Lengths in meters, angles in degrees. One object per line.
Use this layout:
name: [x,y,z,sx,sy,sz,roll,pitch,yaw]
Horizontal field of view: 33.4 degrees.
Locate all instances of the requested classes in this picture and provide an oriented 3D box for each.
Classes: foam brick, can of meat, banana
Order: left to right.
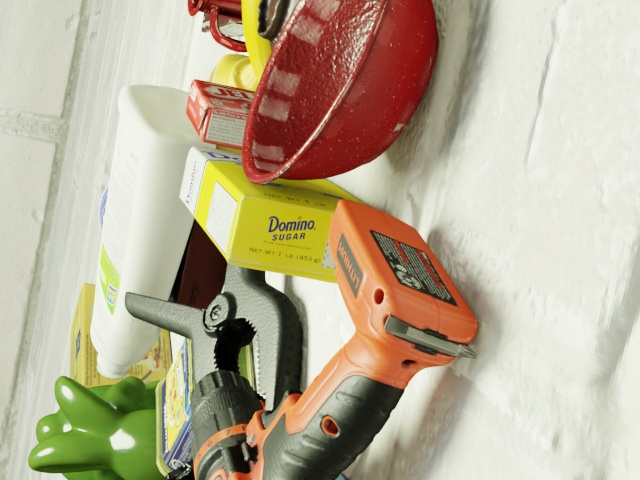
can of meat: [-0.090,0.124,0.833,0.102,0.057,0.084,-99,28,-44]
foam brick: [-0.094,0.015,0.904,0.051,0.053,0.078,-128,51,-66]
banana: [-0.024,-0.191,0.778,0.037,0.069,0.198,-130,53,-63]

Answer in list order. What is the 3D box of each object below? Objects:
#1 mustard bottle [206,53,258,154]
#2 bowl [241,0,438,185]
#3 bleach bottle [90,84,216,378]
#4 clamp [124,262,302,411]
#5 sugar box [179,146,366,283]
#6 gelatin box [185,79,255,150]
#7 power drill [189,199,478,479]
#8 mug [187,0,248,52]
mustard bottle: [-0.077,-0.103,0.905,0.192,0.058,0.096,138,138,-62]
bowl: [0.018,-0.095,0.598,0.162,0.055,0.162,-50,25,34]
bleach bottle: [-0.151,0.004,0.889,0.103,0.068,0.251,57,137,49]
clamp: [-0.058,0.046,0.759,0.165,0.036,0.210,-52,43,13]
sugar box: [-0.028,-0.020,0.666,0.176,0.093,0.048,-135,57,-67]
gelatin box: [-0.047,-0.086,0.761,0.073,0.089,0.030,-122,45,-64]
power drill: [-0.006,0.076,0.551,0.188,0.057,0.184,-61,29,19]
mug: [-0.058,-0.208,0.866,0.093,0.081,0.117,147,131,-65]
